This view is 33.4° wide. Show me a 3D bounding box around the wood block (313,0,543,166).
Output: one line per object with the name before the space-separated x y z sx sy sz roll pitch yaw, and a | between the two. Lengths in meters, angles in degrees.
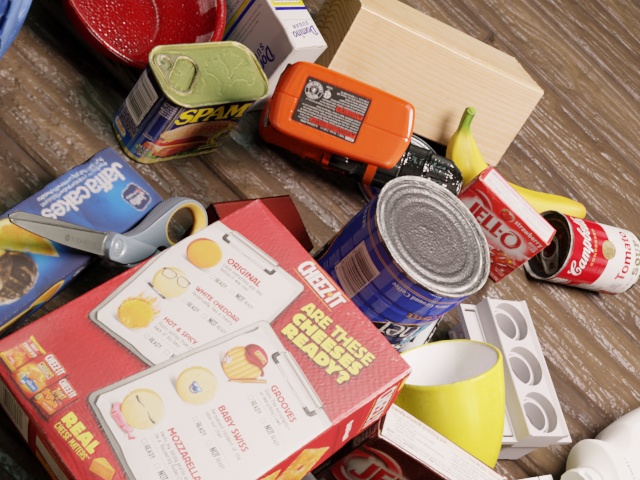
wood block | 0.094 -0.159 1.014 0.205 0.091 0.090 20 26 -24

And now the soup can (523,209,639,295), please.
soup can | 0.257 0.013 1.043 0.102 0.069 0.068 12 53 -30

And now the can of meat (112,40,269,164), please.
can of meat | -0.105 -0.109 0.848 0.101 0.084 0.057 -14 69 -42

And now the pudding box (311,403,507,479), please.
pudding box | 0.062 0.172 0.766 0.113 0.090 0.039 33 45 -14

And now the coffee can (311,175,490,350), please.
coffee can | 0.046 0.031 0.820 0.102 0.141 0.103 19 50 -25

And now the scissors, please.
scissors | -0.129 -0.011 0.716 0.201 0.016 0.096 50 55 -56

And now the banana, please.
banana | 0.179 -0.051 1.031 0.197 0.070 0.037 33 33 -36

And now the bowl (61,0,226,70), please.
bowl | -0.158 -0.204 0.882 0.161 0.055 0.162 16 65 -38

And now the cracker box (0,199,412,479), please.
cracker box | -0.077 0.092 0.680 0.213 0.072 0.164 -31 67 -29

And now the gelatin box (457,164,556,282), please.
gelatin box | 0.159 -0.014 0.986 0.089 0.073 0.030 44 43 -2

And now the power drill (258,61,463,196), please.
power drill | 0.033 -0.080 0.854 0.184 0.187 0.057 19 87 3

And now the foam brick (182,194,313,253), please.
foam brick | -0.055 0.001 0.828 0.078 0.053 0.051 -8 65 -41

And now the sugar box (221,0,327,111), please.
sugar box | -0.069 -0.212 0.944 0.048 0.093 0.176 -16 71 -43
